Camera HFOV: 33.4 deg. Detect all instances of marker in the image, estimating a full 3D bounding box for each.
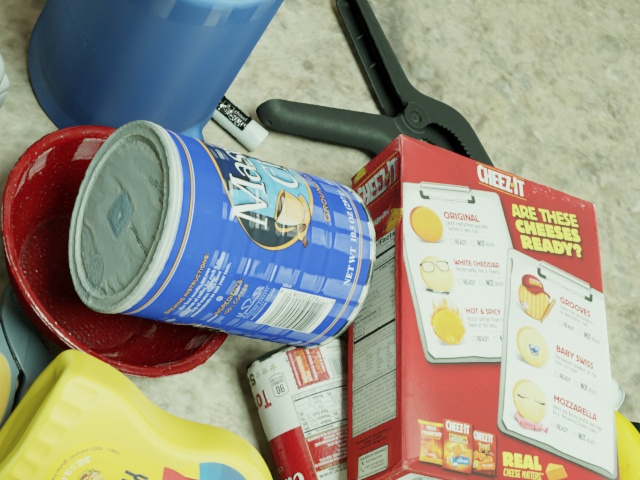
[{"bbox_3d":[-0.089,-0.109,0.760,0.121,0.020,0.020,41,53,-7],"label":"marker"}]

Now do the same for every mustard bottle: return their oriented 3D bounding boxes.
[{"bbox_3d":[-0.083,0.143,0.591,0.191,0.058,0.096,33,98,-23],"label":"mustard bottle"}]

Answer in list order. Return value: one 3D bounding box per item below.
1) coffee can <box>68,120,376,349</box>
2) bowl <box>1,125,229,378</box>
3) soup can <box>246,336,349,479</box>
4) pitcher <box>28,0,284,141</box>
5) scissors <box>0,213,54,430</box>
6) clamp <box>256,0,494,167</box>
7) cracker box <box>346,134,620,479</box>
[{"bbox_3d":[-0.054,0.001,0.598,0.140,0.103,0.103,15,59,-39],"label":"coffee can"},{"bbox_3d":[-0.128,0.014,0.640,0.161,0.055,0.162,25,50,-33],"label":"bowl"},{"bbox_3d":[-0.001,0.117,0.666,0.068,0.069,0.102,-8,70,-33],"label":"soup can"},{"bbox_3d":[-0.098,-0.150,0.625,0.149,0.243,0.145,17,73,-17],"label":"pitcher"},{"bbox_3d":[-0.165,0.050,0.637,0.096,0.016,0.201,29,55,-17],"label":"scissors"},{"bbox_3d":[0.063,-0.098,0.832,0.210,0.036,0.164,33,54,-15],"label":"clamp"},{"bbox_3d":[0.099,0.060,0.668,0.164,0.072,0.213,17,59,-26],"label":"cracker box"}]
